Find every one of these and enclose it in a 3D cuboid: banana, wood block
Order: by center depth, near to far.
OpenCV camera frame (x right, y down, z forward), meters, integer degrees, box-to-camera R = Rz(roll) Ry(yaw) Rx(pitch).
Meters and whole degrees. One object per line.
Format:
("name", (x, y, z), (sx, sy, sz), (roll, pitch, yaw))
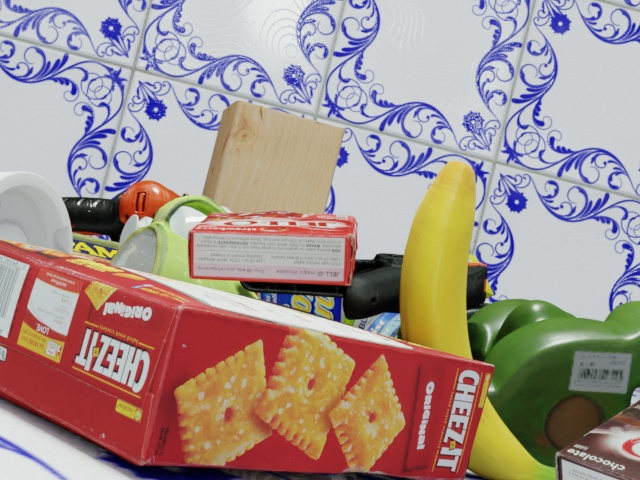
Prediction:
("banana", (0.079, 0.057, 0.603), (0.069, 0.198, 0.037), (-20, 8, -13))
("wood block", (-0.056, 0.001, 0.867), (0.090, 0.206, 0.090), (14, -2, -13))

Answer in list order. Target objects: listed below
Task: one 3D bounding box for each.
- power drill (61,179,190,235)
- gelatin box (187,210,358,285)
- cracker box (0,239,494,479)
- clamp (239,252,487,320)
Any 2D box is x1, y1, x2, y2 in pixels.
("power drill", (-0.202, -0.016, 1.027), (0.188, 0.057, 0.184), (-1, -14, 12))
("gelatin box", (-0.024, 0.003, 0.594), (0.089, 0.030, 0.073), (1, 9, 3))
("cracker box", (-0.045, 0.063, 0.525), (0.164, 0.072, 0.213), (13, -3, 44))
("clamp", (0.047, 0.028, 0.667), (0.171, 0.039, 0.120), (0, 13, -28))
